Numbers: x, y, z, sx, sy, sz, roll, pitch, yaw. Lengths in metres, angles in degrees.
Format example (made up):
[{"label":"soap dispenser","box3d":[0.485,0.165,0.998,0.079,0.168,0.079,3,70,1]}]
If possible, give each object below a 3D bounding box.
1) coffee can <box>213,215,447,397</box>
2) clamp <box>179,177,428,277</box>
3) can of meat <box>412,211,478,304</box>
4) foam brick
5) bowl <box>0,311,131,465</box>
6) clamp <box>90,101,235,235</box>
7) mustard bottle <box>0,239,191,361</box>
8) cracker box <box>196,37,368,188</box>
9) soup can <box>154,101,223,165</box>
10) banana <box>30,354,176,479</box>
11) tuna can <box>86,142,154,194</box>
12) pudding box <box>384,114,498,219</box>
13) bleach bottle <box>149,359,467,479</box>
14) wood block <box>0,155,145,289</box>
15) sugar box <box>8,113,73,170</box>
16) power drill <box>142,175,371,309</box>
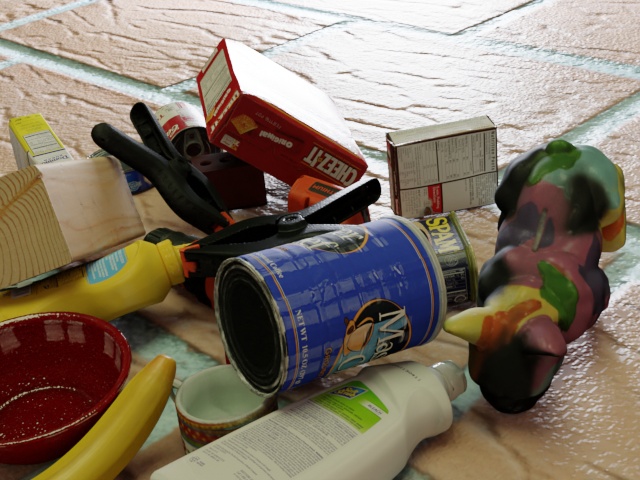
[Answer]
[{"label":"coffee can","box3d":[0.007,0.046,0.784,0.140,0.103,0.103,-15,28,-29]},{"label":"clamp","box3d":[-0.016,-0.001,0.933,0.209,0.036,0.165,-16,22,-14]},{"label":"can of meat","box3d":[0.091,0.021,0.967,0.084,0.057,0.102,-10,27,-1]},{"label":"foam brick","box3d":[-0.102,-0.066,1.176,0.078,0.051,0.053,-10,28,-6]},{"label":"bowl","box3d":[-0.224,0.124,0.833,0.162,0.055,0.162,-4,33,2]},{"label":"clamp","box3d":[-0.159,-0.069,1.087,0.171,0.039,0.120,47,27,4]},{"label":"mustard bottle","box3d":[-0.197,0.045,0.946,0.191,0.058,0.096,-22,15,-8]},{"label":"cracker box","box3d":[-0.046,-0.135,1.188,0.164,0.072,0.214,28,18,-22]},{"label":"soup can","box3d":[-0.161,-0.120,1.272,0.068,0.068,0.102,-14,28,-15]},{"label":"banana","box3d":[-0.173,0.156,0.748,0.037,0.070,0.197,31,50,32]},{"label":"tuna can","box3d":[-0.231,-0.084,1.257,0.086,0.034,0.086,-5,28,2]},{"label":"pudding box","box3d":[0.127,-0.075,1.102,0.113,0.090,0.039,-11,29,-8]},{"label":"bleach bottle","box3d":[0.011,0.148,0.741,0.250,0.068,0.103,-23,36,-33]},{"label":"wood block","box3d":[-0.246,-0.020,0.987,0.091,0.090,0.206,-19,4,10]},{"label":"sugar box","box3d":[-0.301,-0.071,1.185,0.048,0.093,0.176,-19,31,-22]},{"label":"power drill","box3d":[-0.057,0.001,1.037,0.185,0.057,0.187,24,43,38]}]
